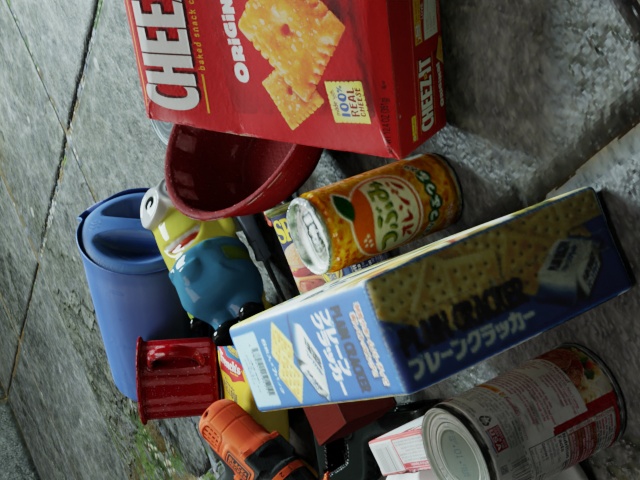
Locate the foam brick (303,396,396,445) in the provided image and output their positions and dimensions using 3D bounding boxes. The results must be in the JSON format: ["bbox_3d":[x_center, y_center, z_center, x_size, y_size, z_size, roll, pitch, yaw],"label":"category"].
[{"bbox_3d":[0.014,0.110,0.834,0.078,0.051,0.053,65,146,17],"label":"foam brick"}]

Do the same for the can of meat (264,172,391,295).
[{"bbox_3d":[0.008,0.002,0.828,0.102,0.057,0.084,-16,97,65],"label":"can of meat"}]

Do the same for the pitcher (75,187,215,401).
[{"bbox_3d":[-0.182,0.075,1.187,0.243,0.145,0.149,91,164,-44],"label":"pitcher"}]

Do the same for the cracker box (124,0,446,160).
[{"bbox_3d":[-0.030,-0.150,0.689,0.214,0.072,0.164,12,123,32],"label":"cracker box"}]

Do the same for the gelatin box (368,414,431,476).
[{"bbox_3d":[0.086,0.137,0.751,0.030,0.073,0.089,66,153,6],"label":"gelatin box"}]

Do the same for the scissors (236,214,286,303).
[{"bbox_3d":[-0.056,0.001,0.954,0.202,0.016,0.096,64,174,-2],"label":"scissors"}]

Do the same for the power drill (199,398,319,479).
[{"bbox_3d":[-0.057,0.268,1.049,0.185,0.057,0.188,42,135,26],"label":"power drill"}]

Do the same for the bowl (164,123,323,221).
[{"bbox_3d":[-0.047,-0.080,0.825,0.162,0.055,0.162,-23,53,35],"label":"bowl"}]

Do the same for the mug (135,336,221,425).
[{"bbox_3d":[-0.147,0.137,1.106,0.117,0.081,0.093,91,174,-56],"label":"mug"}]

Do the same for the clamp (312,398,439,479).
[{"bbox_3d":[0.034,0.151,0.905,0.165,0.036,0.210,46,142,41],"label":"clamp"}]

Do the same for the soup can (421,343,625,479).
[{"bbox_3d":[0.120,0.110,0.633,0.069,0.102,0.068,43,144,43],"label":"soup can"}]

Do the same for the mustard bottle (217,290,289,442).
[{"bbox_3d":[-0.070,0.115,1.059,0.096,0.058,0.192,45,145,50],"label":"mustard bottle"}]
